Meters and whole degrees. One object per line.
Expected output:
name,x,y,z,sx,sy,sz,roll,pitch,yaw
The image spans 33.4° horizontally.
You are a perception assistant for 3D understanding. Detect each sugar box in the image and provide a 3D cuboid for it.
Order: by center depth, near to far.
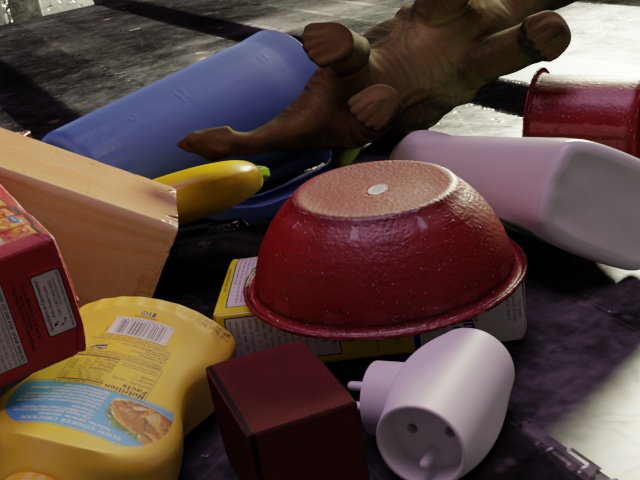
sugar box,0.030,0.034,0.641,0.176,0.048,0.093,-5,20,5

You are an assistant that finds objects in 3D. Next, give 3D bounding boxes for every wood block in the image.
wood block,-0.204,-0.016,0.690,0.206,0.090,0.091,19,16,-14

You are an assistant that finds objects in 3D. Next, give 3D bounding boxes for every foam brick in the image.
foam brick,-0.016,0.090,0.504,0.051,0.053,0.078,-16,22,-15

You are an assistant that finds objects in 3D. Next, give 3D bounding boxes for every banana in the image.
banana,-0.122,-0.021,0.785,0.197,0.037,0.070,-18,-11,-14

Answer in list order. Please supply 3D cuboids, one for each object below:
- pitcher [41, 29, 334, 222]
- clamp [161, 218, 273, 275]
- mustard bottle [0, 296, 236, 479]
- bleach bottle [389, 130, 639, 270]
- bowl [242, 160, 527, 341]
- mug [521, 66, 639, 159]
pitcher,-0.105,-0.076,0.906,0.242,0.145,0.149,-30,15,-34
clamp,-0.055,0.001,0.780,0.172,0.039,0.120,1,8,37
mustard bottle,-0.111,0.094,0.526,0.096,0.058,0.191,13,25,7
bleach bottle,0.125,-0.040,0.750,0.102,0.068,0.251,19,1,-24
bowl,0.033,-0.005,0.598,0.162,0.055,0.162,-7,22,3
mug,0.210,-0.082,0.819,0.082,0.093,0.117,6,-7,26
